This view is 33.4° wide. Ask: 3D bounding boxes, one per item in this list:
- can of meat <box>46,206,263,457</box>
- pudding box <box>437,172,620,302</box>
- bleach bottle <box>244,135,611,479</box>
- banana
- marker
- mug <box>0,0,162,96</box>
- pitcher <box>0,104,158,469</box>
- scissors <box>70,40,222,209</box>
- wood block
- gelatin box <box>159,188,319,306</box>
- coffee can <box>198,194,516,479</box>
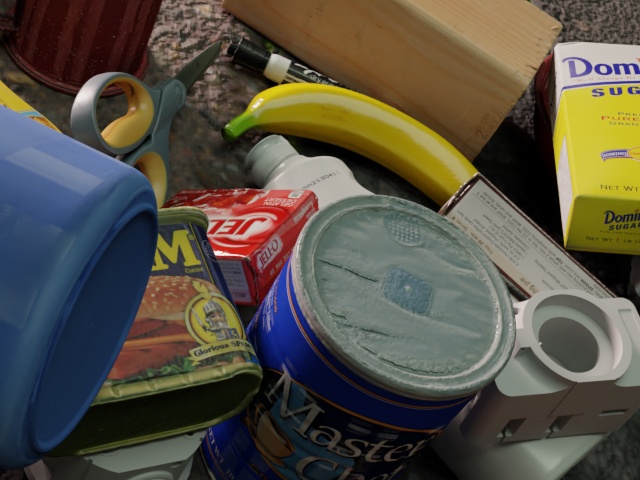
[{"bbox_3d":[-0.083,0.038,0.452,0.101,0.058,0.084,-7,59,-32],"label":"can of meat"},{"bbox_3d":[0.118,0.013,0.627,0.113,0.090,0.039,40,89,3],"label":"pudding box"},{"bbox_3d":[0.052,0.032,0.600,0.102,0.068,0.251,-26,66,-40],"label":"bleach bottle"},{"bbox_3d":[0.034,-0.058,0.690,0.197,0.037,0.069,19,67,-10],"label":"banana"},{"bbox_3d":[-0.006,-0.105,0.717,0.121,0.020,0.020,24,45,-7],"label":"marker"},{"bbox_3d":[-0.148,-0.147,0.634,0.117,0.082,0.093,-2,54,-29],"label":"mug"},{"bbox_3d":[-0.188,-0.007,0.358,0.243,0.149,0.145,22,17,5],"label":"pitcher"},{"bbox_3d":[-0.089,-0.065,0.631,0.016,0.096,0.201,-4,11,18],"label":"scissors"},{"bbox_3d":[0.050,-0.156,0.741,0.206,0.090,0.090,34,46,3],"label":"wood block"},{"bbox_3d":[-0.053,0.001,0.556,0.089,0.030,0.073,2,30,29],"label":"gelatin box"},{"bbox_3d":[0.012,0.062,0.496,0.102,0.140,0.103,15,47,-16],"label":"coffee can"}]
